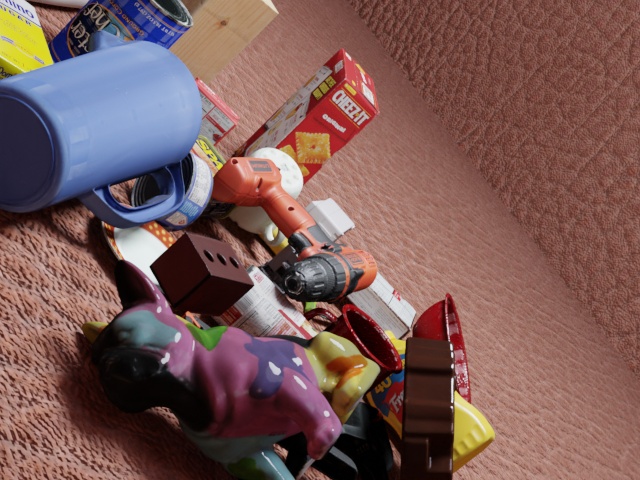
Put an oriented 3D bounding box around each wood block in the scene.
[{"bbox_3d":[-0.164,-0.251,1.310,0.090,0.206,0.090,32,23,-45],"label":"wood block"}]

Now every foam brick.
[{"bbox_3d":[-0.109,0.033,0.988,0.053,0.051,0.078,56,17,23],"label":"foam brick"}]

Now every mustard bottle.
[{"bbox_3d":[0.106,0.174,1.215,0.192,0.096,0.058,55,18,22],"label":"mustard bottle"}]

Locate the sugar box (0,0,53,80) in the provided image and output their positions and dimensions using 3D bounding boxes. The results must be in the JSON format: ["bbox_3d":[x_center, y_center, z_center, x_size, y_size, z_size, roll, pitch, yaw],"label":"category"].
[{"bbox_3d":[-0.321,-0.203,1.079,0.093,0.048,0.176,33,23,-44],"label":"sugar box"}]

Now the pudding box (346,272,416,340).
[{"bbox_3d":[0.074,0.079,1.405,0.113,0.039,0.090,45,15,0],"label":"pudding box"}]

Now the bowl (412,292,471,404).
[{"bbox_3d":[0.157,0.152,1.404,0.162,0.055,0.162,-10,90,-77],"label":"bowl"}]

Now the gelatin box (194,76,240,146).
[{"bbox_3d":[-0.154,-0.141,1.290,0.073,0.089,0.030,44,17,-15],"label":"gelatin box"}]

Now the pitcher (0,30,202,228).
[{"bbox_3d":[-0.208,-0.093,0.958,0.149,0.145,0.242,24,22,11],"label":"pitcher"}]

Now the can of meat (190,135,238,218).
[{"bbox_3d":[-0.145,-0.072,1.214,0.102,0.057,0.083,51,18,11],"label":"can of meat"}]

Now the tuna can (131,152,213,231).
[{"bbox_3d":[-0.152,-0.053,1.095,0.033,0.086,0.086,34,21,-46],"label":"tuna can"}]

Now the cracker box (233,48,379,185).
[{"bbox_3d":[-0.022,-0.137,1.396,0.072,0.214,0.164,43,17,-17],"label":"cracker box"}]

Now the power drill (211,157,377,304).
[{"bbox_3d":[-0.036,-0.008,1.139,0.188,0.057,0.184,47,18,15],"label":"power drill"}]

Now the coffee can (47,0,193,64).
[{"bbox_3d":[-0.230,-0.233,1.214,0.102,0.140,0.103,43,17,-16],"label":"coffee can"}]

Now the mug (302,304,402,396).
[{"bbox_3d":[0.019,0.121,1.138,0.117,0.082,0.093,43,17,-17],"label":"mug"}]

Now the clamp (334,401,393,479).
[{"bbox_3d":[0.040,0.202,1.066,0.171,0.039,0.120,-91,156,-71],"label":"clamp"}]

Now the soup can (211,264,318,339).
[{"bbox_3d":[-0.056,0.082,1.058,0.102,0.069,0.068,47,16,-3],"label":"soup can"}]
